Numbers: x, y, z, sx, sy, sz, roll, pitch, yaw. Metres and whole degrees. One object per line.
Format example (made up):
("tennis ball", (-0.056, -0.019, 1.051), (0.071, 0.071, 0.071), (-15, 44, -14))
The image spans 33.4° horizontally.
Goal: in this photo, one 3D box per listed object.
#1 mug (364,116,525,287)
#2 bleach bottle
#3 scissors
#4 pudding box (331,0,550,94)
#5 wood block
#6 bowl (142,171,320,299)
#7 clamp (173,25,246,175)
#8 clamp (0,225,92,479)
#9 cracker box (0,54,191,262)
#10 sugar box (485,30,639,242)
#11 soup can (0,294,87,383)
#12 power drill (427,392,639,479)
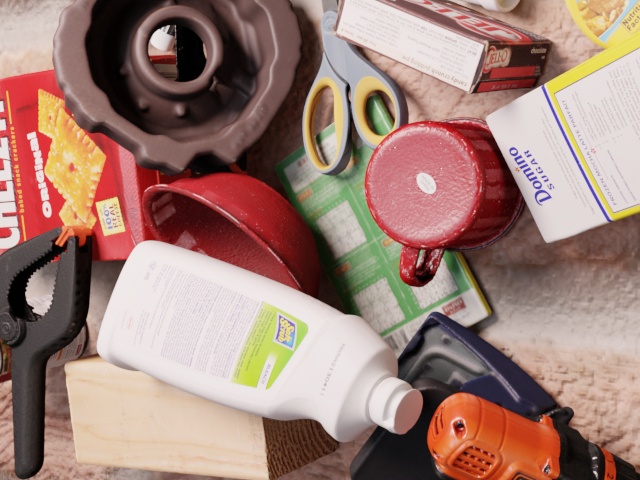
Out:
("mug", (0.076, -0.025, 0.700), (0.093, 0.081, 0.117), (23, 103, 23))
("bleach bottle", (-0.042, 0.078, 0.720), (0.251, 0.068, 0.102), (20, 90, 39))
("scissors", (0.025, -0.146, 0.758), (0.096, 0.016, 0.202), (8, 96, 37))
("pudding box", (0.078, -0.131, 0.687), (0.114, 0.089, 0.039), (27, 113, 30))
("wood block", (-0.099, 0.132, 0.860), (0.207, 0.090, 0.090), (-4, 95, 36))
("bowl", (-0.055, 0.001, 0.800), (0.162, 0.055, 0.162), (32, 154, 18))
("clamp", (-0.119, -0.115, 0.820), (0.171, 0.120, 0.039), (65, 166, -5))
("clamp", (-0.243, 0.081, 0.876), (0.164, 0.036, 0.210), (45, 107, 13))
("cracker box", (-0.210, -0.066, 0.918), (0.214, 0.071, 0.164), (-1, 96, 37))
("sugar box", (0.175, -0.063, 0.609), (0.093, 0.048, 0.176), (64, 156, -1))
("soup can", (-0.272, 0.090, 0.969), (0.069, 0.102, 0.068), (7, 102, 35))
("power drill", (0.119, 0.193, 0.694), (0.184, 0.057, 0.188), (27, 122, -11))
